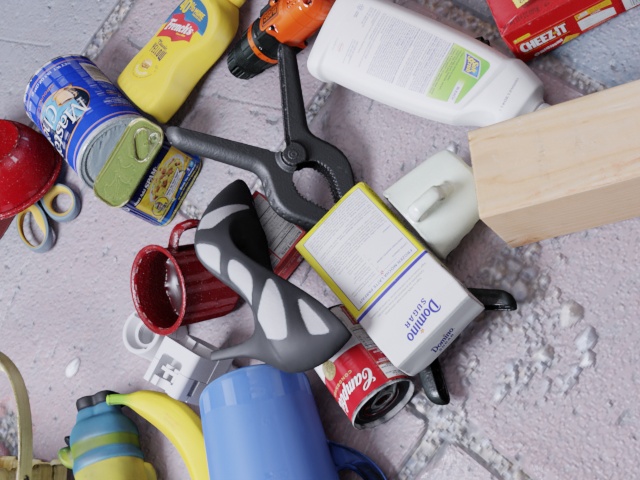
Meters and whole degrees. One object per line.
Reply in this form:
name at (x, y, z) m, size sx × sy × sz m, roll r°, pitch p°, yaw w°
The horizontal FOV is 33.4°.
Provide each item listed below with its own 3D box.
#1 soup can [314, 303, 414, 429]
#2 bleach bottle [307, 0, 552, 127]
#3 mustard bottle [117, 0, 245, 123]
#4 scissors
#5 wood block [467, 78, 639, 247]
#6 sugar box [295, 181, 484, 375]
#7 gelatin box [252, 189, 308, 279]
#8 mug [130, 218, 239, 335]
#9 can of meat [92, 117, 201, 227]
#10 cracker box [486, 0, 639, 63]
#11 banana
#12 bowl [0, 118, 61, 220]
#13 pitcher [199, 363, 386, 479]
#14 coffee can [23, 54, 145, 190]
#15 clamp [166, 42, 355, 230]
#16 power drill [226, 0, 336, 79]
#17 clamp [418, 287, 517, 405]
soup can at (0.032, 0.117, 1.004) m, size 0.068 × 0.068 × 0.102 m, roll -44°, pitch 58°, yaw 10°
bleach bottle at (0.115, -0.156, 1.043) m, size 0.251 × 0.068 × 0.102 m, roll 30°, pitch 100°, yaw 23°
mustard bottle at (-0.149, -0.231, 1.230) m, size 0.192 × 0.058 × 0.096 m, roll -49°, pitch 44°, yaw 5°
scissors at (-0.353, -0.076, 1.313) m, size 0.096 × 0.016 × 0.202 m, roll -29°, pitch 61°, yaw 9°
wood block at (0.246, -0.071, 0.934) m, size 0.206 × 0.090 × 0.090 m, roll -15°, pitch 66°, yaw 25°
sugar box at (0.061, 0.033, 0.988) m, size 0.093 × 0.048 × 0.176 m, roll -46°, pitch 55°, yaw 8°
gelatin box at (-0.057, 0.001, 1.117) m, size 0.089 × 0.030 × 0.073 m, roll 40°, pitch 94°, yaw 34°
mug at (-0.135, 0.034, 1.098) m, size 0.093 × 0.081 × 0.117 m, roll 21°, pitch 112°, yaw 42°
can of meat at (-0.189, -0.073, 1.184) m, size 0.058 × 0.083 × 0.102 m, roll 30°, pitch 90°, yaw 34°
cracker box at (0.224, -0.303, 1.036) m, size 0.164 × 0.072 × 0.214 m, roll -26°, pitch 62°, yaw 19°
banana at (-0.135, 0.217, 1.073) m, size 0.069 × 0.037 × 0.198 m, roll -33°, pitch 63°, yaw -19°
bowl at (-0.398, -0.096, 1.286) m, size 0.162 × 0.055 × 0.162 m, roll -6°, pitch 48°, yaw 6°
pitcher at (-0.027, 0.238, 0.971) m, size 0.145 × 0.149 × 0.243 m, roll -35°, pitch 55°, yaw 32°
coffee can at (-0.267, -0.137, 1.238) m, size 0.103 × 0.102 × 0.140 m, roll -49°, pitch 57°, yaw 6°
clamp at (-0.042, -0.079, 1.075) m, size 0.164 × 0.036 × 0.210 m, roll -33°, pitch 85°, yaw -17°
power drill at (-0.039, -0.281, 1.166) m, size 0.185 × 0.057 × 0.187 m, roll -26°, pitch 53°, yaw 51°
clamp at (0.090, 0.073, 1.004) m, size 0.172 × 0.039 × 0.120 m, roll 27°, pitch 83°, yaw 39°
